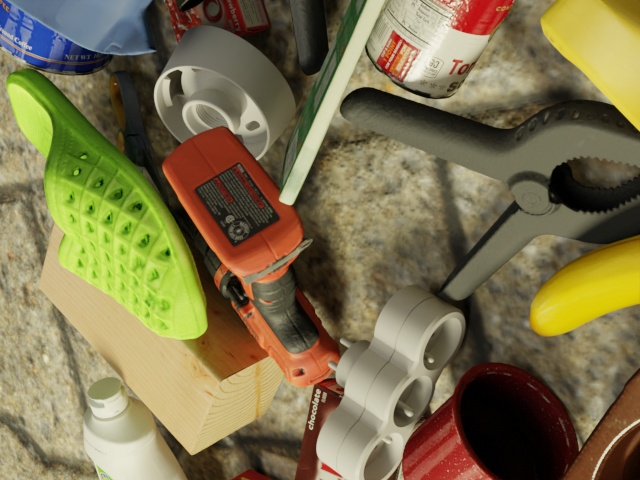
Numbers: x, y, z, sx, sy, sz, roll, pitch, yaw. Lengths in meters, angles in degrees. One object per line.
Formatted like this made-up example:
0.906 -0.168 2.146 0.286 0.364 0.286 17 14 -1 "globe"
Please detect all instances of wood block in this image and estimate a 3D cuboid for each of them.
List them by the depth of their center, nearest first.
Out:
-0.128 0.060 0.874 0.206 0.090 0.091 42 129 23 "wood block"

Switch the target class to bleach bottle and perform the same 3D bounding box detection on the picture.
-0.142 0.225 0.914 0.103 0.068 0.251 17 132 40 "bleach bottle"

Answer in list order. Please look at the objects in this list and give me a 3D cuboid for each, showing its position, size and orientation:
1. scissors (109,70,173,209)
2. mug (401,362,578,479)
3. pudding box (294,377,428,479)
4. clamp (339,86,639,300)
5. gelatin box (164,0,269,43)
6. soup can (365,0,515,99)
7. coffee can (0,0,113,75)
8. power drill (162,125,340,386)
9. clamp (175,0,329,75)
-0.140 -0.057 0.838 0.096 0.016 0.202 98 156 -43 "scissors"
0.116 0.144 0.693 0.117 0.093 0.082 26 136 -11 "mug"
0.028 0.169 0.792 0.090 0.039 0.113 21 104 36 "pudding box"
0.128 -0.027 0.629 0.210 0.036 0.164 0 131 32 "clamp"
-0.083 -0.186 0.785 0.073 0.030 0.089 -14 96 43 "gelatin box"
0.076 -0.143 0.629 0.068 0.068 0.102 47 131 20 "soup can"
-0.194 -0.214 0.826 0.103 0.102 0.140 43 129 23 "coffee can"
-0.055 0.001 0.752 0.184 0.057 0.187 51 169 25 "power drill"
-0.018 -0.198 0.708 0.120 0.039 0.172 34 119 6 "clamp"
